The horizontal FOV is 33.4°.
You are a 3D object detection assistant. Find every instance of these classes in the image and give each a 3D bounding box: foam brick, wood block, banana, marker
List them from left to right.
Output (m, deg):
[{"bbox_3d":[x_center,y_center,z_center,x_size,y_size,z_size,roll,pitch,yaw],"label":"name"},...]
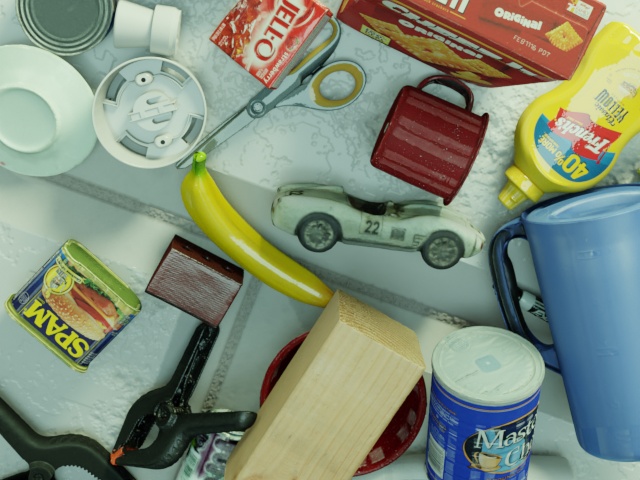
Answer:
[{"bbox_3d":[-0.119,0.038,1.017,0.078,0.053,0.051,28,103,-10],"label":"foam brick"},{"bbox_3d":[-0.068,0.000,1.004,0.197,0.070,0.037,46,66,-19],"label":"banana"},{"bbox_3d":[0.000,0.161,0.976,0.090,0.091,0.206,30,103,-9],"label":"wood block"},{"bbox_3d":[0.222,0.070,1.051,0.121,0.020,0.020,28,103,-9],"label":"marker"}]

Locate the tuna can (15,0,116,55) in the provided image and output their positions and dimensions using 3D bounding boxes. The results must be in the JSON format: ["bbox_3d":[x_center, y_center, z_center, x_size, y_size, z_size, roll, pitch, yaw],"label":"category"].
[{"bbox_3d":[-0.226,-0.210,0.954,0.086,0.034,0.086,0,106,-1],"label":"tuna can"}]

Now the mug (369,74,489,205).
[{"bbox_3d":[0.101,-0.100,0.971,0.081,0.093,0.117,24,73,-3],"label":"mug"}]

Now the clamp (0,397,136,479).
[{"bbox_3d":[-0.284,0.221,1.073,0.210,0.036,0.165,9,106,-6],"label":"clamp"}]

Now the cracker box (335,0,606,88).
[{"bbox_3d":[0.111,-0.186,0.872,0.164,0.214,0.072,23,93,-9],"label":"cracker box"}]

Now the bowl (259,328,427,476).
[{"bbox_3d":[0.022,0.149,1.050,0.162,0.055,0.162,0,106,-1],"label":"bowl"}]

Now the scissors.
[{"bbox_3d":[-0.038,-0.118,0.993,0.096,0.016,0.202,38,101,-7],"label":"scissors"}]

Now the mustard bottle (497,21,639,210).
[{"bbox_3d":[0.237,-0.102,0.983,0.096,0.058,0.192,42,101,-11],"label":"mustard bottle"}]

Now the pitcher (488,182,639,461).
[{"bbox_3d":[0.262,0.075,0.989,0.144,0.149,0.243,-17,102,-20],"label":"pitcher"}]

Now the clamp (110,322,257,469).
[{"bbox_3d":[-0.141,0.160,1.045,0.172,0.120,0.039,-31,142,21],"label":"clamp"}]

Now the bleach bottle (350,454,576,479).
[{"bbox_3d":[0.127,0.267,1.083,0.251,0.068,0.102,1,104,1],"label":"bleach bottle"}]

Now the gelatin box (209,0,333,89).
[{"bbox_3d":[-0.044,-0.192,0.956,0.073,0.030,0.089,40,102,6],"label":"gelatin box"}]

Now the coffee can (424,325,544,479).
[{"bbox_3d":[0.153,0.167,1.012,0.103,0.103,0.140,-1,126,-1],"label":"coffee can"}]

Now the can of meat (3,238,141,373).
[{"bbox_3d":[-0.234,0.061,1.020,0.102,0.057,0.084,43,98,-13],"label":"can of meat"}]
